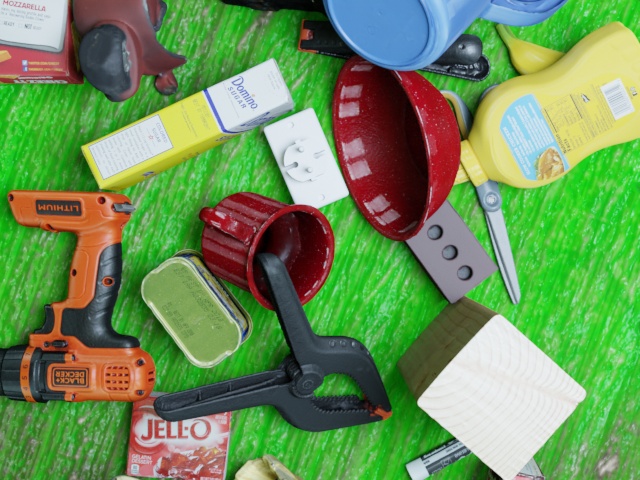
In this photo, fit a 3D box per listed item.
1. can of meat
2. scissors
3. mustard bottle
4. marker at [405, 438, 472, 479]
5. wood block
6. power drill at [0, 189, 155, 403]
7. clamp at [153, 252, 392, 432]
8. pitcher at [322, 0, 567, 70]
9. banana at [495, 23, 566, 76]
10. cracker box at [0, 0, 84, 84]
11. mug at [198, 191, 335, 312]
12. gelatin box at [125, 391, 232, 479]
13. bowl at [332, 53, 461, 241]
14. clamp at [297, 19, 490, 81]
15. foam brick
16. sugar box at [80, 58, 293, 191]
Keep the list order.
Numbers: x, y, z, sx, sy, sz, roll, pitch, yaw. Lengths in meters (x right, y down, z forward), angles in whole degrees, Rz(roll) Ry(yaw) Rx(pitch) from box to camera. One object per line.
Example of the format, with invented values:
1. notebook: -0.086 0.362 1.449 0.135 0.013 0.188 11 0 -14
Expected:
1. can of meat: -0.107 0.059 0.925 0.057 0.084 0.102 -37 91 1
2. scissors: 0.166 -0.052 0.956 0.096 0.016 0.202 -30 91 1
3. mustard bottle: 0.189 -0.099 0.907 0.192 0.058 0.096 -28 116 10
4. marker: 0.134 0.182 0.960 0.121 0.020 0.020 -28 91 1
5. wood block: 0.130 0.110 0.865 0.091 0.206 0.090 42 91 0
6. power drill: -0.235 0.049 0.937 0.184 0.057 0.188 1 92 8
7. clamp: -0.027 0.117 0.900 0.209 0.036 0.165 35 101 -36
8. pitcher: 0.114 -0.236 0.840 0.149 0.145 0.242 13 49 35
9. banana: 0.254 -0.159 0.942 0.198 0.037 0.069 1 94 0
10. cracker box: -0.290 -0.244 0.925 0.164 0.072 0.214 0 90 -1
11. mug: -0.056 0.001 0.902 0.117 0.082 0.093 28 86 -43
12. gelatin box: -0.126 0.176 0.954 0.089 0.030 0.073 6 91 0
13. bowl: 0.071 -0.083 0.898 0.055 0.162 0.162 -15 91 -23
14. clamp: 0.064 -0.164 0.905 0.171 0.120 0.039 7 87 4
15. foam brick: 0.111 0.010 0.939 0.053 0.051 0.078 -37 91 1
16. sugar box: -0.109 -0.096 0.916 0.176 0.093 0.048 -22 92 1
